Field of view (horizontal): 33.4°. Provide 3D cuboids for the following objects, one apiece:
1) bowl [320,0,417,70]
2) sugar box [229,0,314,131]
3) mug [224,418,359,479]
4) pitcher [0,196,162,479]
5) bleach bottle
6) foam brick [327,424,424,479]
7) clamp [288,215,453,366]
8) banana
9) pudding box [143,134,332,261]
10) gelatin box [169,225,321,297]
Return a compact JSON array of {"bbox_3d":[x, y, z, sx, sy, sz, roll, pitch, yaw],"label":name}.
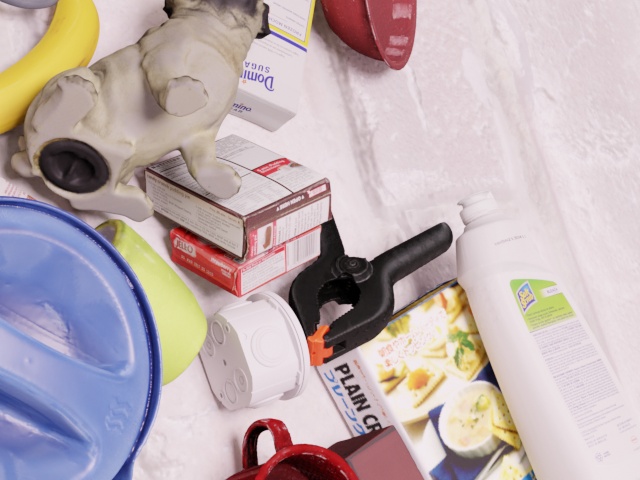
[{"bbox_3d":[0.038,-0.228,0.934,0.162,0.055,0.162,-2,90,-70],"label":"bowl"},{"bbox_3d":[-0.055,-0.187,0.889,0.093,0.048,0.176,22,63,-25],"label":"sugar box"},{"bbox_3d":[-0.030,0.180,0.727,0.093,0.082,0.117,-6,75,-36],"label":"mug"},{"bbox_3d":[-0.197,0.059,0.493,0.144,0.243,0.149,15,69,-39],"label":"pitcher"},{"bbox_3d":[0.175,0.078,0.839,0.102,0.068,0.251,-11,74,-41],"label":"bleach bottle"},{"bbox_3d":[0.027,0.174,0.772,0.052,0.078,0.051,-28,88,-37],"label":"foam brick"},{"bbox_3d":[0.034,0.028,0.812,0.120,0.039,0.171,4,44,12],"label":"clamp"},{"bbox_3d":[-0.210,-0.124,0.764,0.069,0.037,0.197,21,52,8],"label":"banana"},{"bbox_3d":[-0.061,-0.034,0.784,0.089,0.114,0.039,-28,129,-38],"label":"pudding box"},{"bbox_3d":[-0.055,0.001,0.792,0.089,0.073,0.030,-27,132,-39],"label":"gelatin box"}]
